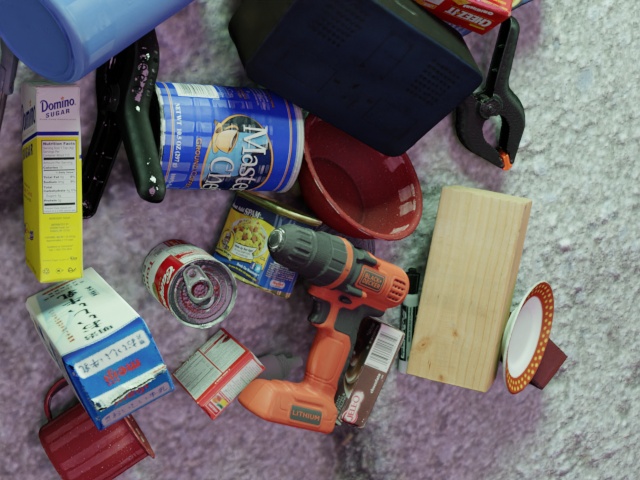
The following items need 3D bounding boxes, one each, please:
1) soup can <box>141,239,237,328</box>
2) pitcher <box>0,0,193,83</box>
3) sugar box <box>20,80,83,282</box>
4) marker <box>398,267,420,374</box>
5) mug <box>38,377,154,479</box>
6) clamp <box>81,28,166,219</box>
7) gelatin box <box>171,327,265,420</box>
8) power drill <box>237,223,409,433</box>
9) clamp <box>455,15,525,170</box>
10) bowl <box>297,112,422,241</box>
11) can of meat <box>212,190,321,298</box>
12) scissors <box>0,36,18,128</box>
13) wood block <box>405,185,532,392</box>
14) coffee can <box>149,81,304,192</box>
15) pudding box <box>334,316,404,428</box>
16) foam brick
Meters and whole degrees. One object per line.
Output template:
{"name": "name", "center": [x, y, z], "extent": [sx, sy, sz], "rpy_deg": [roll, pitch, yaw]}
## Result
{"name": "soup can", "center": [-0.130, 0.040, 1.042], "extent": [0.068, 0.102, 0.068], "rpy_deg": [-5, 103, -23]}
{"name": "pitcher", "center": [-0.165, -0.249, 0.902], "extent": [0.149, 0.145, 0.242], "rpy_deg": [45, 57, -5]}
{"name": "sugar box", "center": [-0.247, -0.057, 0.976], "extent": [0.048, 0.093, 0.176], "rpy_deg": [-6, 102, -23]}
{"name": "marker", "center": [0.100, 0.090, 1.201], "extent": [0.020, 0.020, 0.121], "rpy_deg": [-3, 102, -24]}
{"name": "mug", "center": [-0.228, 0.187, 1.046], "extent": [0.081, 0.093, 0.117], "rpy_deg": [-33, 81, -9]}
{"name": "clamp", "center": [-0.187, -0.120, 0.988], "extent": [0.036, 0.165, 0.210], "rpy_deg": [9, 74, -36]}
{"name": "gelatin box", "center": [-0.104, 0.134, 1.081], "extent": [0.073, 0.089, 0.030], "rpy_deg": [-44, 116, -10]}
{"name": "power drill", "center": [-0.008, 0.087, 1.035], "extent": [0.184, 0.057, 0.188], "rpy_deg": [23, 93, -42]}
{"name": "clamp", "center": [0.186, -0.159, 1.165], "extent": [0.120, 0.039, 0.171], "rpy_deg": [-29, 121, 8]}
{"name": "bowl", "center": [0.029, -0.061, 1.092], "extent": [0.161, 0.055, 0.162], "rpy_deg": [25, 48, -31]}
{"name": "can of meat", "center": [-0.057, 0.001, 1.067], "extent": [0.057, 0.102, 0.084], "rpy_deg": [17, 96, -44]}
{"name": "scissors", "center": [-0.280, -0.159, 0.973], "extent": [0.016, 0.096, 0.202], "rpy_deg": [16, 126, -6]}
{"name": "wood block", "center": [0.164, 0.049, 1.164], "extent": [0.090, 0.090, 0.206], "rpy_deg": [12, 97, 16]}
{"name": "coffee can", "center": [-0.099, -0.099, 1.026], "extent": [0.140, 0.103, 0.103], "rpy_deg": [0, 101, -24]}
{"name": "pudding box", "center": [0.034, 0.133, 1.142], "extent": [0.039, 0.090, 0.113], "rpy_deg": [27, 88, -29]}
{"name": "foam brick", "center": [0.239, 0.128, 1.252], "extent": [0.078, 0.053, 0.051], "rpy_deg": [42, 83, -26]}
